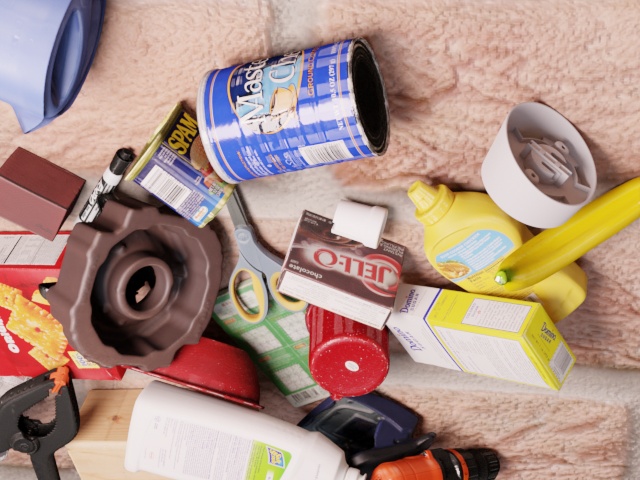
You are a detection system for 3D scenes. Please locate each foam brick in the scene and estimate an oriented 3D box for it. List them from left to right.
[{"bbox_3d":[-0.287,-0.046,1.073,0.078,0.051,0.053,28,131,-9],"label":"foam brick"}]

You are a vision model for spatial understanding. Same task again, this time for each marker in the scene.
[{"bbox_3d":[-0.218,-0.050,1.074,0.020,0.020,0.121,30,129,-12],"label":"marker"}]

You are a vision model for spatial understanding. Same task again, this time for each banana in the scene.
[{"bbox_3d":[0.228,-0.003,0.946,0.197,0.070,0.037,-32,93,-13],"label":"banana"}]

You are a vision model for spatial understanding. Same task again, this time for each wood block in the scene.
[{"bbox_3d":[-0.179,0.234,1.252,0.206,0.090,0.090,-2,127,16],"label":"wood block"}]

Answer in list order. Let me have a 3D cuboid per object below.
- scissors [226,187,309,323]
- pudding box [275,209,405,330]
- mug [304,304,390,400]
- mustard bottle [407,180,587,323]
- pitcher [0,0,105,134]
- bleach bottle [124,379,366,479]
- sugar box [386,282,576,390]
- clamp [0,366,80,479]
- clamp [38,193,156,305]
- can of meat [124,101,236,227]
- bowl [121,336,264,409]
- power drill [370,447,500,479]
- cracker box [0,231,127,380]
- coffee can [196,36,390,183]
[{"bbox_3d":[-0.057,0.001,1.069,0.096,0.016,0.202,7,123,11],"label":"scissors"},{"bbox_3d":[0.021,0.028,1.034,0.113,0.090,0.039,19,131,-2],"label":"pudding box"},{"bbox_3d":[0.026,0.114,1.097,0.093,0.081,0.117,13,123,-7],"label":"mug"},{"bbox_3d":[0.155,0.009,1.006,0.191,0.058,0.096,39,133,-19],"label":"mustard bottle"},{"bbox_3d":[-0.310,-0.211,0.903,0.243,0.149,0.145,20,145,0],"label":"pitcher"},{"bbox_3d":[-0.077,0.229,1.129,0.251,0.068,0.103,16,112,9],"label":"bleach bottle"},{"bbox_3d":[0.148,0.090,1.033,0.177,0.048,0.093,10,147,45],"label":"sugar box"},{"bbox_3d":[-0.322,0.226,1.197,0.164,0.036,0.210,31,116,-22],"label":"clamp"},{"bbox_3d":[-0.209,0.045,1.091,0.039,0.120,0.171,27,160,46],"label":"clamp"},{"bbox_3d":[-0.121,-0.068,0.977,0.084,0.102,0.058,37,119,-13],"label":"can of meat"},{"bbox_3d":[-0.130,0.134,1.152,0.162,0.055,0.162,16,170,3],"label":"bowl"},{"bbox_3d":[0.093,0.290,1.214,0.184,0.057,0.188,3,146,-40],"label":"power drill"},{"bbox_3d":[-0.325,0.074,1.168,0.214,0.072,0.164,0,128,15],"label":"cracker box"},{"bbox_3d":[-0.022,-0.111,0.921,0.140,0.102,0.103,-9,126,20],"label":"coffee can"}]
